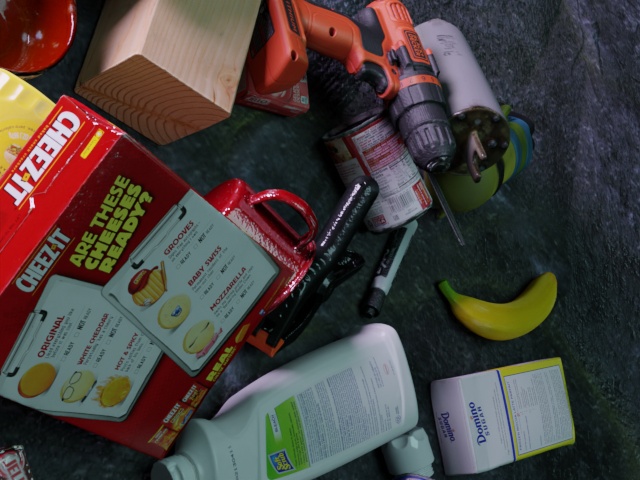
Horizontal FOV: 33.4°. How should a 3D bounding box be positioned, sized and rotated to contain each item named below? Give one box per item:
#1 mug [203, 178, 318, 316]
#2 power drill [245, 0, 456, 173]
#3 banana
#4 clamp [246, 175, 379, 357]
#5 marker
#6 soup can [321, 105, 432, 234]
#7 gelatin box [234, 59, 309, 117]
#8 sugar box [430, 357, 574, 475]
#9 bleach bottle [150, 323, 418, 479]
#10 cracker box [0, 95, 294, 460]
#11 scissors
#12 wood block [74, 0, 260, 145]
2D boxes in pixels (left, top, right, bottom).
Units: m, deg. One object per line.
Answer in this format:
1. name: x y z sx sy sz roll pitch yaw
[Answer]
1. mug: -0.055 0.001 0.825 0.081 0.117 0.093 46 33 -20
2. power drill: 0.026 -0.146 0.912 0.187 0.057 0.184 9 51 -39
3. banana: 0.199 0.069 1.121 0.197 0.037 0.069 0 79 -46
4. clamp: -0.004 0.035 0.902 0.171 0.039 0.120 -50 155 -24
5. marker: 0.065 0.025 1.009 0.020 0.020 0.121 47 49 -25
6. soup can: 0.054 -0.065 0.990 0.068 0.069 0.102 -40 107 -45
7. gelatin box: -0.047 -0.159 0.941 0.073 0.030 0.089 9 71 -43
8. sugar box: 0.185 0.174 1.069 0.175 0.048 0.093 -2 80 -43
9. bleach bottle: -0.029 0.142 0.846 0.250 0.068 0.102 -14 87 -45
10. cracker box: -0.130 0.032 0.676 0.164 0.072 0.213 -54 144 -4
11. scissors: 0.088 -0.093 1.004 0.096 0.016 0.202 48 19 -52
12. wood block: -0.108 -0.193 0.846 0.090 0.090 0.206 32 57 -35
